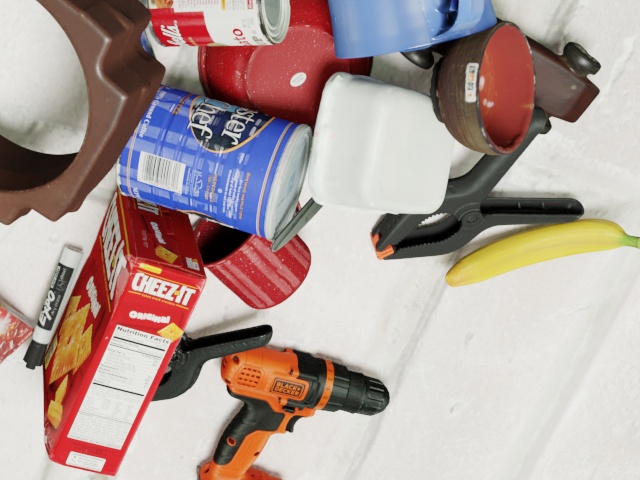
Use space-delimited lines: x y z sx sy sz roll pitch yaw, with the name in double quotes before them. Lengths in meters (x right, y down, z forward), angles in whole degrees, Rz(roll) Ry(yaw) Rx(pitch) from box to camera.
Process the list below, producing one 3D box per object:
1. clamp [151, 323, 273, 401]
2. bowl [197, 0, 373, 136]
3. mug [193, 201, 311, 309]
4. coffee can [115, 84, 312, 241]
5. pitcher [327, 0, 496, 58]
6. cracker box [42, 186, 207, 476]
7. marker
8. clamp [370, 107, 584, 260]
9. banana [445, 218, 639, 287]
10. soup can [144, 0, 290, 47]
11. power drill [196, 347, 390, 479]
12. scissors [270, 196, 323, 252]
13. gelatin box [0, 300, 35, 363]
"clamp" -0.144 0.093 1.038 0.172 0.039 0.120 -36 98 17
"bowl" -0.025 -0.152 0.937 0.162 0.055 0.162 -5 118 -10
"mug" -0.057 0.001 0.998 0.081 0.093 0.117 46 63 -33
"coffee can" -0.089 -0.067 0.908 0.140 0.102 0.103 17 114 8
"pitcher" 0.058 -0.269 0.826 0.149 0.144 0.243 -4 108 27
"cracker box" -0.183 0.073 0.954 0.072 0.164 0.214 17 112 -23
"marker" -0.251 0.064 0.998 0.020 0.020 0.121 20 95 -22
"clamp" 0.151 -0.030 1.039 0.210 0.036 0.164 -29 136 17
"banana" 0.219 0.008 1.072 0.198 0.069 0.037 -13 97 3
"soup can" -0.083 -0.193 0.871 0.102 0.068 0.068 3 120 19
"power drill" -0.038 0.202 1.118 0.184 0.057 0.188 17 109 -17
"scissors" 0.013 -0.068 0.935 0.016 0.201 0.096 12 116 30
"gelatin box" -0.319 0.093 0.981 0.089 0.030 0.073 -44 149 -5
